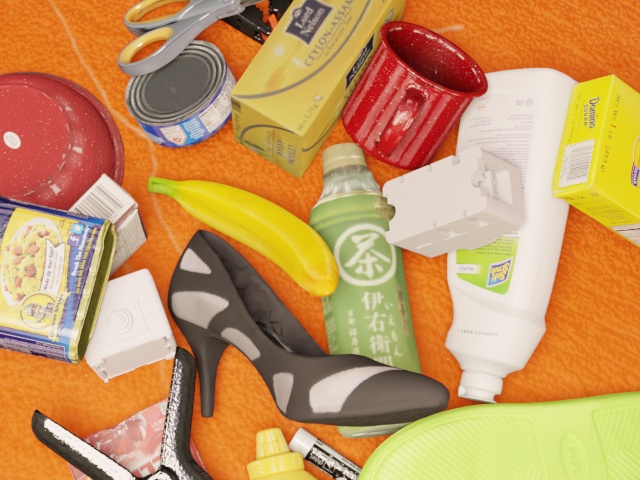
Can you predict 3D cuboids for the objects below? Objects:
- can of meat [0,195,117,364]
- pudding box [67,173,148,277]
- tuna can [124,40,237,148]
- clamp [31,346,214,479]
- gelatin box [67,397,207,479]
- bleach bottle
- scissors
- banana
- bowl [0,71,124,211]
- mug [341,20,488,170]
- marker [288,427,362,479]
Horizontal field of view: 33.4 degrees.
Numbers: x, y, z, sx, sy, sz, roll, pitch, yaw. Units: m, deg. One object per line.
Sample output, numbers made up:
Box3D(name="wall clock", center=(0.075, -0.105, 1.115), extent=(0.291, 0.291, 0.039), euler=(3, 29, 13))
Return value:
Box3D(name="can of meat", center=(-0.188, 0.026, 0.707), extent=(0.084, 0.057, 0.102), euler=(12, 74, -1))
Box3D(name="pudding box", center=(-0.180, 0.014, 0.789), extent=(0.039, 0.090, 0.113), euler=(42, 76, 7))
Box3D(name="tuna can", center=(-0.108, -0.115, 0.841), extent=(0.086, 0.033, 0.086), euler=(-11, 54, 15))
Box3D(name="clamp", center=(-0.126, 0.170, 0.741), extent=(0.120, 0.039, 0.171), euler=(-16, 80, -6))
Box3D(name="gelatin box", center=(-0.133, 0.166, 0.779), extent=(0.089, 0.030, 0.073), euler=(-24, 77, -9))
Box3D(name="bleach bottle", center=(0.136, -0.002, 0.818), extent=(0.068, 0.103, 0.251), euler=(20, 77, -40))
Box3D(name="scissors", center=(-0.082, -0.169, 0.823), extent=(0.202, 0.016, 0.096), euler=(3, 56, 35))
Box3D(name="banana", center=(-0.045, -0.004, 0.793), extent=(0.198, 0.037, 0.069), euler=(27, 29, 37))
Box3D(name="bowl", center=(-0.236, -0.068, 0.828), extent=(0.162, 0.055, 0.162), euler=(1, 74, -3))
Box3D(name="mug", center=(0.066, -0.103, 0.812), extent=(0.093, 0.082, 0.117), euler=(28, 33, -5))
Box3D(name="marker", center=(0.030, 0.179, 0.790), extent=(0.121, 0.020, 0.020), euler=(33, 75, 6))
